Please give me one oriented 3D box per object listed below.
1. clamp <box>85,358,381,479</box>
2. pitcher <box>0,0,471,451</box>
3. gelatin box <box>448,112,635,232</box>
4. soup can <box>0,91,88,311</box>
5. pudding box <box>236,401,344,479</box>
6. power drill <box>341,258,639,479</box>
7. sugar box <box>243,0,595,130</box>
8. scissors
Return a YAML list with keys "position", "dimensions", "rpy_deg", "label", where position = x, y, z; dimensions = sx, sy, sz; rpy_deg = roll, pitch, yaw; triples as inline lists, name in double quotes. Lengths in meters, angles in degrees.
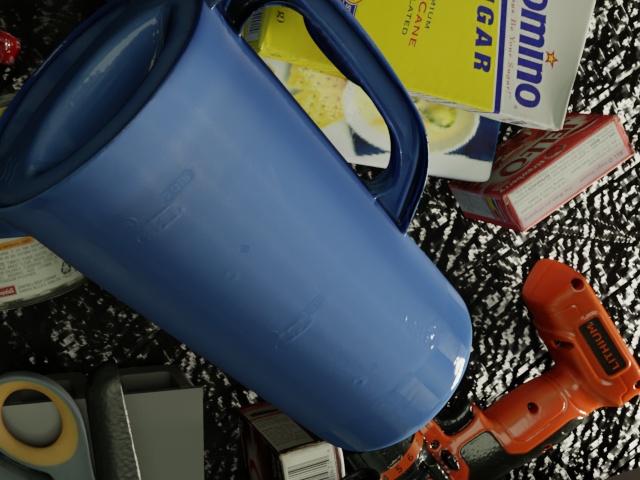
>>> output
- position: [-0.087, 0.169, 0.540]
  dimensions: [0.164, 0.036, 0.210]
  rpy_deg: [33, 93, -18]
  label: "clamp"
- position: [-0.024, -0.006, 0.512]
  dimensions: [0.242, 0.149, 0.145]
  rpy_deg: [43, 57, -33]
  label: "pitcher"
- position: [0.132, -0.044, 0.646]
  dimensions: [0.089, 0.073, 0.030]
  rpy_deg: [-35, 108, -11]
  label: "gelatin box"
- position: [-0.163, -0.022, 0.553]
  dimensions: [0.068, 0.069, 0.102]
  rpy_deg: [-17, 104, -16]
  label: "soup can"
- position: [-0.014, 0.158, 0.620]
  dimensions: [0.039, 0.090, 0.113]
  rpy_deg: [-9, 101, -19]
  label: "pudding box"
- position: [0.097, 0.097, 0.667]
  dimensions: [0.187, 0.057, 0.184]
  rpy_deg: [-39, 113, -6]
  label: "power drill"
- position: [0.054, -0.121, 0.549]
  dimensions: [0.176, 0.048, 0.093]
  rpy_deg: [11, 95, -19]
  label: "sugar box"
- position: [-0.107, 0.131, 0.557]
  dimensions: [0.201, 0.016, 0.096]
  rpy_deg: [19, 93, -20]
  label: "scissors"
